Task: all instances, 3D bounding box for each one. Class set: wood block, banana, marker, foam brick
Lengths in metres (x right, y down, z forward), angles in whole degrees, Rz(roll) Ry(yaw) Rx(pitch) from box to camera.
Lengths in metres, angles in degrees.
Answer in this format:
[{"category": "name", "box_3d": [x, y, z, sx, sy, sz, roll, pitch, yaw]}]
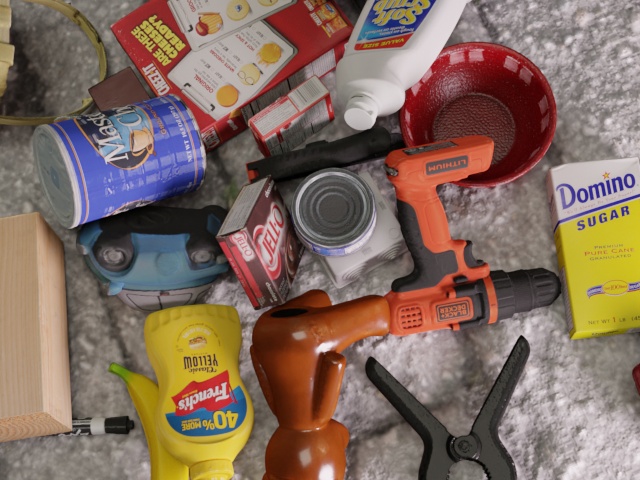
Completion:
[{"category": "wood block", "box_3d": [-0.308, 0.088, 1.069, 0.091, 0.090, 0.206, -9, 68, 2]}, {"category": "banana", "box_3d": [-0.162, 0.214, 1.046, 0.069, 0.037, 0.198, -2, 62, -31]}, {"category": "marker", "box_3d": [-0.249, 0.189, 1.084, 0.121, 0.020, 0.020, -3, 75, 4]}, {"category": "foam brick", "box_3d": [-0.204, -0.139, 1.139, 0.053, 0.078, 0.051, -31, 73, -4]}]

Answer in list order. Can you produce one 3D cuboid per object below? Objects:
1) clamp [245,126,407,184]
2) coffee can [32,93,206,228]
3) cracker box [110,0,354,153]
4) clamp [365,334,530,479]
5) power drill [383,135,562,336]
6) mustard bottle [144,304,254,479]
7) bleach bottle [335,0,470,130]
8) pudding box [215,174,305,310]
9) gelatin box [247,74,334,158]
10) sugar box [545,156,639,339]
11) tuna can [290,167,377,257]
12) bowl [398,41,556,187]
[{"category": "clamp", "box_3d": [0.005, -0.086, 1.091, 0.171, 0.120, 0.039, -15, 83, 5]}, {"category": "coffee can", "box_3d": [-0.199, -0.080, 1.056, 0.140, 0.103, 0.103, -19, 72, -28]}, {"category": "cracker box", "box_3d": [-0.091, -0.216, 1.155, 0.213, 0.072, 0.164, -34, 74, -4]}, {"category": "clamp", "box_3d": [0.128, 0.198, 1.041, 0.164, 0.036, 0.210, -2, 75, 4]}, {"category": "power drill", "box_3d": [0.142, -0.005, 1.048, 0.184, 0.057, 0.187, -11, 103, -7]}, {"category": "mustard bottle", "box_3d": [-0.115, 0.159, 1.043, 0.096, 0.058, 0.191, -4, 63, -15]}, {"category": "bleach bottle", "box_3d": [0.084, -0.205, 1.088, 0.103, 0.068, 0.250, 10, 51, 17]}, {"category": "pudding box", "box_3d": [-0.057, 0.001, 1.057, 0.039, 0.113, 0.090, -17, 116, 18]}, {"category": "gelatin box", "box_3d": [-0.030, -0.127, 1.124, 0.089, 0.073, 0.030, -35, 74, -4]}, {"category": "sugar box", "box_3d": [0.286, 0.006, 1.076, 0.093, 0.048, 0.176, -7, 76, 3]}, {"category": "tuna can", "box_3d": [0.013, -0.028, 1.061, 0.086, 0.034, 0.086, -1, 75, 4]}, {"category": "bowl", "box_3d": [0.162, -0.124, 1.116, 0.162, 0.055, 0.162, -1, 75, 4]}]
